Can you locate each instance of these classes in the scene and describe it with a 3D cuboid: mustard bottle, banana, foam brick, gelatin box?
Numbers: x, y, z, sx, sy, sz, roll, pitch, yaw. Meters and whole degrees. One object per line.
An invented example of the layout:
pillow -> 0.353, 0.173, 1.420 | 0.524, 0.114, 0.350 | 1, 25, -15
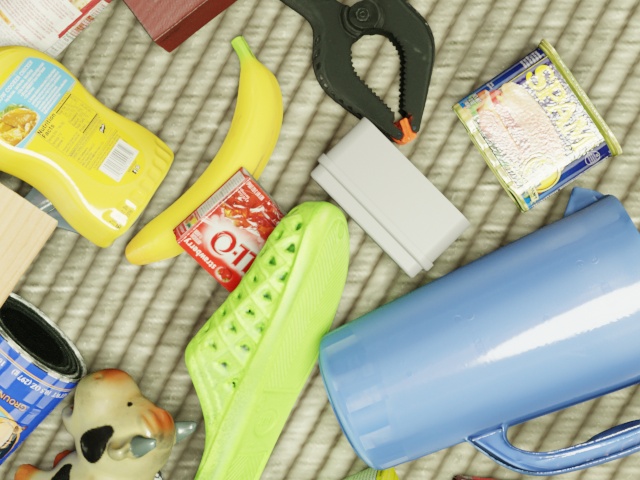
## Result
mustard bottle -> -0.206, -0.086, 0.781 | 0.191, 0.058, 0.096 | 38, 53, -15
banana -> -0.080, -0.057, 0.829 | 0.070, 0.037, 0.198 | 29, 91, 27
foam brick -> -0.107, -0.191, 0.819 | 0.078, 0.053, 0.051 | -36, 87, 4
gelatin box -> -0.055, 0.001, 0.808 | 0.073, 0.030, 0.089 | -42, 117, 3

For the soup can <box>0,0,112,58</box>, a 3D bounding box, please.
soup can -> -0.218, -0.178, 0.824 | 0.102, 0.068, 0.068 | -42, 86, 5

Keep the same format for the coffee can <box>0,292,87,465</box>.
coffee can -> -0.263, 0.120, 0.813 | 0.103, 0.102, 0.140 | 44, 94, 4

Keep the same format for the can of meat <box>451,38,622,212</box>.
can of meat -> 0.158, -0.083, 0.792 | 0.084, 0.057, 0.102 | -34, 86, 8

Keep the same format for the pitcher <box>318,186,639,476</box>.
pitcher -> 0.130, 0.082, 0.759 | 0.243, 0.149, 0.145 | -24, 114, 9

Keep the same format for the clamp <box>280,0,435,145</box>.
clamp -> 0.019, -0.170, 0.811 | 0.164, 0.036, 0.210 | -15, 91, -2
